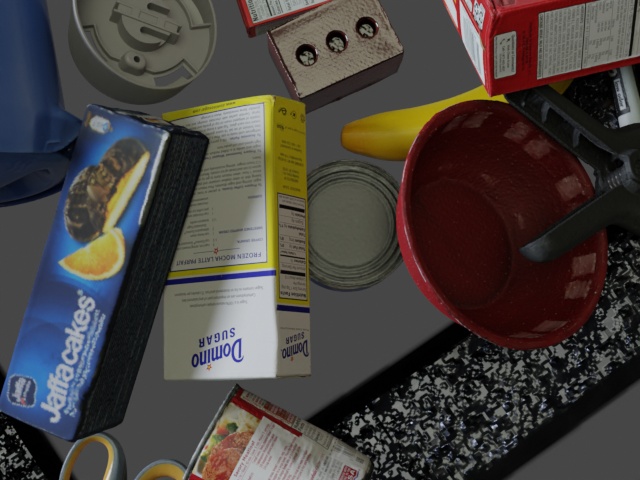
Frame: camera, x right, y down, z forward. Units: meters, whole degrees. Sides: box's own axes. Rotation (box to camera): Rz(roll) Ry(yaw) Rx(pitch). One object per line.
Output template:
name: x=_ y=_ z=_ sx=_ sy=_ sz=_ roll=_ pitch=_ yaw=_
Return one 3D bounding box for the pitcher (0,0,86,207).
pitcher: x=-0.245 y=-0.143 z=0.679 sx=0.148 sy=0.145 sz=0.243 roll=-1 pitch=76 yaw=-36

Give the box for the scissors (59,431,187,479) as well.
scissors: x=-0.128 y=0.223 z=0.684 sx=0.096 sy=0.016 sz=0.202 roll=-1 pitch=87 yaw=-5

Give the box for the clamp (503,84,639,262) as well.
clamp: x=0.189 y=-0.031 z=0.681 sx=0.171 sy=0.039 sz=0.120 roll=13 pitch=75 yaw=-19

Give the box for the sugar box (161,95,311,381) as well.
sugar box: x=-0.054 y=0.001 z=0.682 sx=0.093 sy=0.048 sz=0.176 roll=-5 pitch=84 yaw=34

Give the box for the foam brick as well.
foam brick: x=0.010 y=-0.126 z=0.714 sx=0.078 sy=0.051 sz=0.053 roll=-26 pitch=84 yaw=-4

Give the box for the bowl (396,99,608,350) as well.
bowl: x=0.105 y=-0.005 z=0.679 sx=0.161 sy=0.055 sz=0.162 roll=10 pitch=70 yaw=-28

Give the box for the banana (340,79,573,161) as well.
banana: x=0.110 y=-0.099 z=0.722 sx=0.197 sy=0.037 sz=0.070 roll=-35 pitch=67 yaw=-6

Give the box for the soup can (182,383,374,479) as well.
soup can: x=-0.026 y=0.144 z=0.670 sx=0.102 sy=0.068 sz=0.068 roll=29 pitch=83 yaw=2

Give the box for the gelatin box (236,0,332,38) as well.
gelatin box: x=-0.019 y=-0.188 z=0.733 sx=0.089 sy=0.030 sz=0.073 roll=-18 pitch=84 yaw=-3

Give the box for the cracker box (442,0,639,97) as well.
cracker box: x=0.183 y=-0.189 z=0.679 sx=0.213 sy=0.072 sz=0.164 roll=-14 pitch=49 yaw=-2

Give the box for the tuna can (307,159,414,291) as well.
tuna can: x=0.018 y=-0.009 z=0.708 sx=0.086 sy=0.034 sz=0.086 roll=0 pitch=82 yaw=-1
